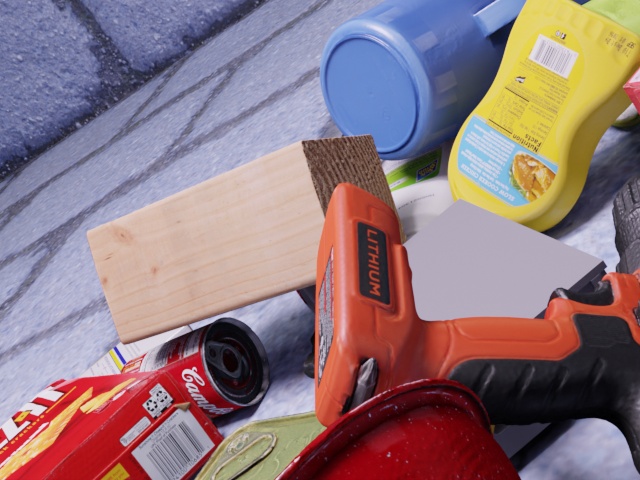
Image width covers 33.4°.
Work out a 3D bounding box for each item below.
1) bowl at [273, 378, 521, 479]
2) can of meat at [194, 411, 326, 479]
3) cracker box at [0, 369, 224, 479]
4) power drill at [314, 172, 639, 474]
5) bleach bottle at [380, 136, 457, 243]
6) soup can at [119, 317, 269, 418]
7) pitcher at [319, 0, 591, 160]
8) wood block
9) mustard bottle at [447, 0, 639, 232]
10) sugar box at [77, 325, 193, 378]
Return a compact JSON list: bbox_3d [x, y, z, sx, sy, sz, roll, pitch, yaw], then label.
[{"bbox_3d":[0.025,0.128,0.340,0.055,0.162,0.162,29,64,36],"label":"bowl"},{"bbox_3d":[-0.002,0.136,0.533,0.102,0.084,0.057,-19,26,45],"label":"can of meat"},{"bbox_3d":[-0.182,0.162,0.707,0.164,0.072,0.214,-42,14,-29],"label":"cracker box"},{"bbox_3d":[0.093,0.026,0.455,0.184,0.187,0.057,-88,7,-47],"label":"power drill"},{"bbox_3d":[0.077,-0.042,0.850,0.103,0.068,0.250,-30,22,23],"label":"bleach bottle"},{"bbox_3d":[-0.098,0.106,0.811,0.102,0.068,0.068,-25,22,35],"label":"soup can"},{"bbox_3d":[0.121,-0.156,0.822,0.145,0.149,0.242,28,43,34],"label":"pitcher"},{"bbox_3d":[-0.055,0.002,0.756,0.206,0.090,0.090,-20,-3,34],"label":"wood block"},{"bbox_3d":[0.138,-0.063,0.712,0.096,0.058,0.192,39,110,37],"label":"mustard bottle"},{"bbox_3d":[-0.182,0.134,0.938,0.176,0.048,0.093,-37,18,-10],"label":"sugar box"}]
